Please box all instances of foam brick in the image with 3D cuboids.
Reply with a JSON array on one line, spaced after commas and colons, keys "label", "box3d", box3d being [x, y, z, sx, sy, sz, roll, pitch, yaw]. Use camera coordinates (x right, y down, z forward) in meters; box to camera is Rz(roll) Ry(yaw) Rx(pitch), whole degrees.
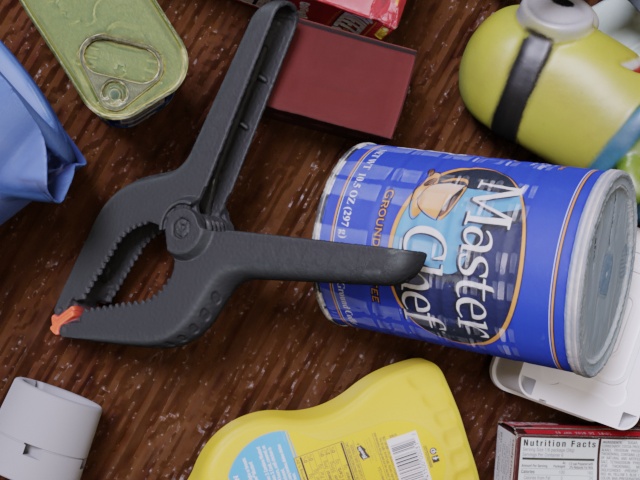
[{"label": "foam brick", "box3d": [0.006, -0.088, 0.598, 0.078, 0.053, 0.051, 14, 88, -8]}]

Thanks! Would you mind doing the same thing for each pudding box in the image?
[{"label": "pudding box", "box3d": [0.148, 0.164, 0.627, 0.090, 0.039, 0.113, 4, 91, -8]}]

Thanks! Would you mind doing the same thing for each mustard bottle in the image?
[{"label": "mustard bottle", "box3d": [-0.012, 0.139, 0.592, 0.191, 0.058, 0.096, -18, 94, -9]}]

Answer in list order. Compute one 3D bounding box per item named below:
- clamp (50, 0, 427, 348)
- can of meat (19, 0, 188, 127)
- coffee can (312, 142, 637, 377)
[{"label": "clamp", "box3d": [-0.054, 0.001, 0.548, 0.210, 0.036, 0.165, -41, 64, 18]}, {"label": "can of meat", "box3d": [-0.115, -0.110, 0.562, 0.057, 0.084, 0.102, -33, 95, -8]}, {"label": "coffee can", "box3d": [0.081, 0.007, 0.552, 0.140, 0.102, 0.103, 9, 88, 28]}]
